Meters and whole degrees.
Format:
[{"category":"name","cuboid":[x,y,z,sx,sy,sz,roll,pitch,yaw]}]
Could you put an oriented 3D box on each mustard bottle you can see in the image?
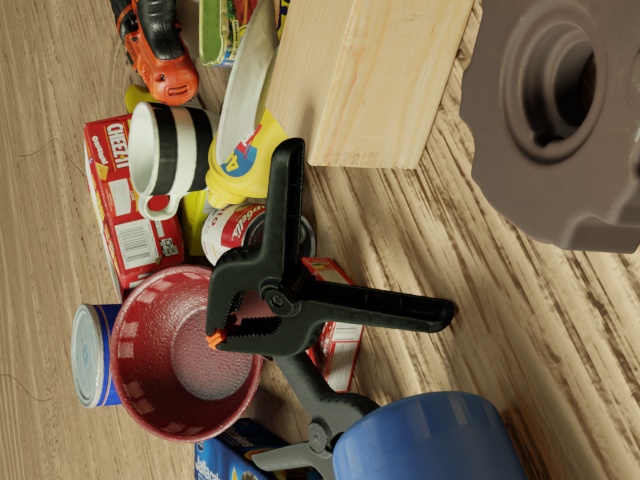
[{"category":"mustard bottle","cuboid":[-0.044,-0.092,0.880,0.192,0.058,0.096,-51,42,39]}]

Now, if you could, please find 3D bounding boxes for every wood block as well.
[{"category":"wood block","cuboid":[0.040,-0.159,0.711,0.091,0.090,0.206,56,138,48]}]

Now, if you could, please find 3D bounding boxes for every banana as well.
[{"category":"banana","cuboid":[-0.189,-0.166,1.230,0.198,0.037,0.069,-12,62,62]}]

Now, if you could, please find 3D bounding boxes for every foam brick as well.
[{"category":"foam brick","cuboid":[-0.056,0.065,0.890,0.053,0.051,0.078,-64,-9,-6]}]

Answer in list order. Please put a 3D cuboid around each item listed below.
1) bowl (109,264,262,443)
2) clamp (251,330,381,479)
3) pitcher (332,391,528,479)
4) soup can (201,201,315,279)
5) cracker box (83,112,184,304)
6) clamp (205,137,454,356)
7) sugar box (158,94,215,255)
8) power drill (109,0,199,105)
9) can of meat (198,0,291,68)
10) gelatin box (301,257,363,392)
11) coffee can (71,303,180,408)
[{"category":"bowl","cuboid":[-0.114,0.104,0.987,0.162,0.055,0.162,-3,83,24]},{"category":"clamp","cuboid":[0.006,0.134,0.802,0.172,0.039,0.120,9,108,45]},{"category":"pitcher","cuboid":[0.077,0.217,0.598,0.145,0.149,0.243,94,163,-53]},{"category":"soup can","cuboid":[-0.056,0.001,0.929,0.102,0.068,0.068,13,102,63]},{"category":"cracker box","cuboid":[-0.199,-0.021,1.136,0.214,0.072,0.164,124,130,-72]},{"category":"clamp","cuboid":[-0.013,0.038,0.764,0.164,0.036,0.210,43,136,-2]},{"category":"sugar box","cuboid":[-0.134,-0.073,1.106,0.176,0.048,0.093,56,140,45]},{"category":"power drill","cuboid":[-0.155,-0.238,0.941,0.188,0.057,0.184,91,155,-46]},{"category":"can of meat","cuboid":[-0.055,-0.194,0.905,0.058,0.083,0.102,4,94,63]},{"category":"gelatin box","cuboid":[0.003,0.068,0.855,0.073,0.030,0.089,47,131,54]},{"category":"coffee can","cuboid":[-0.170,0.113,1.078,0.103,0.140,0.103,2,92,63]}]
